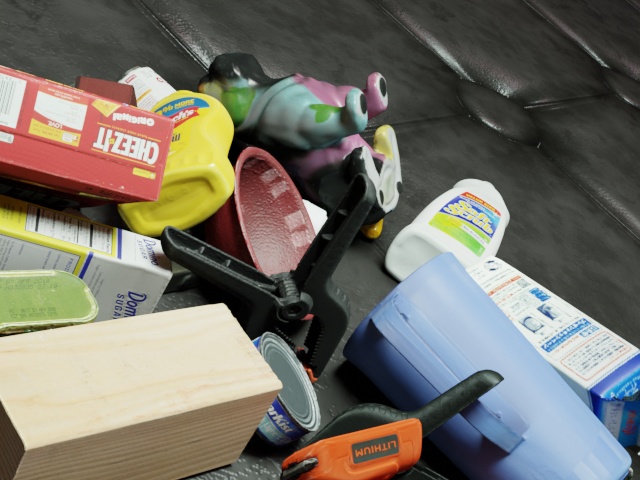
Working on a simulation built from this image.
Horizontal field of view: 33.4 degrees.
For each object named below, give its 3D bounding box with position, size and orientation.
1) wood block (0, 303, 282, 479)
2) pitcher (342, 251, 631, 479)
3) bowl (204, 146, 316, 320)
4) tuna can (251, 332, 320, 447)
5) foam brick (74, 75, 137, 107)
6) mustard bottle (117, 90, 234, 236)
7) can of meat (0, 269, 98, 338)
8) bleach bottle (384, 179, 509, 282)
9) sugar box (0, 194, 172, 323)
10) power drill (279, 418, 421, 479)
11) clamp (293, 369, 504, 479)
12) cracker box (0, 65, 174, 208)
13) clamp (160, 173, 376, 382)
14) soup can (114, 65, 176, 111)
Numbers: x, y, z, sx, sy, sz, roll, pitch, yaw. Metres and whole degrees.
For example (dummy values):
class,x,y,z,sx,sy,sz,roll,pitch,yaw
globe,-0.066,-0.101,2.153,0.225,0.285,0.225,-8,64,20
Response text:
class,x,y,z,sx,sy,sz,roll,pitch,yaw
wood block,-0.141,0.115,0.732,0.205,0.091,0.090,-6,48,-45
pitcher,0.140,0.136,0.907,0.149,0.145,0.243,-31,69,-35
bowl,-0.056,0.001,0.953,0.162,0.055,0.162,52,27,-40
tuna can,-0.036,0.117,0.836,0.086,0.034,0.086,55,14,-22
foam brick,-0.199,-0.112,0.980,0.051,0.053,0.078,9,-9,-5
mustard bottle,-0.123,-0.082,0.938,0.058,0.096,0.191,57,14,-30
can of meat,-0.214,0.067,0.740,0.101,0.084,0.057,-1,45,-42
bleach bottle,0.153,-0.016,1.191,0.102,0.068,0.250,34,30,3
sugar box,-0.209,0.022,0.798,0.176,0.093,0.048,16,35,-25
power drill,0.060,0.222,0.734,0.184,0.057,0.188,-4,66,-37
clamp,0.067,0.172,0.813,0.039,0.171,0.120,29,48,-72
cracker box,-0.228,-0.074,0.826,0.164,0.072,0.214,15,-7,-27
clamp,-0.017,0.037,0.851,0.164,0.210,0.036,-19,45,2
soup can,-0.157,-0.116,1.053,0.102,0.069,0.068,42,33,15
